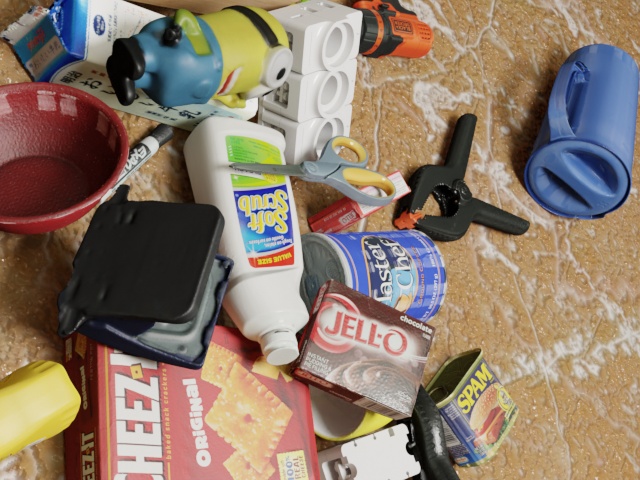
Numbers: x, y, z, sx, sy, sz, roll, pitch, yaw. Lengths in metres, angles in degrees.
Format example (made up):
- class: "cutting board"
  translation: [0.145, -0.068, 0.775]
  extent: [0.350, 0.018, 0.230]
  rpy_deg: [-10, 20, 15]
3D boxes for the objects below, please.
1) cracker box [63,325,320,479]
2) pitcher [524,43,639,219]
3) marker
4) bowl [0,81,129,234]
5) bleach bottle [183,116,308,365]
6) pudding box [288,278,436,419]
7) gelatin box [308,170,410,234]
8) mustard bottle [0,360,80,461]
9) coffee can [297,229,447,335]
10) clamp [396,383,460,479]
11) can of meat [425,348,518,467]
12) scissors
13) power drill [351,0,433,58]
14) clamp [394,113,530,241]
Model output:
- class: "cracker box"
  translation: [-0.106, 0.155, 0.908]
  extent: [0.213, 0.072, 0.164]
  rpy_deg: [10, 63, -37]
- class: "pitcher"
  translation: [0.353, -0.160, 1.410]
  extent: [0.145, 0.149, 0.242]
  rpy_deg: [24, 49, -1]
- class: "marker"
  translation: [-0.175, -0.074, 0.992]
  extent: [0.020, 0.020, 0.121]
  rpy_deg: [50, 47, -12]
- class: "bowl"
  translation: [-0.237, -0.058, 0.876]
  extent: [0.162, 0.055, 0.162]
  rpy_deg: [3, 50, -4]
- class: "bleach bottle"
  translation: [-0.056, 0.001, 0.978]
  extent: [0.102, 0.068, 0.251]
  rpy_deg: [12, 46, -36]
- class: "pudding box"
  translation: [0.038, 0.099, 0.954]
  extent: [0.113, 0.039, 0.090]
  rpy_deg: [26, 65, -13]
- class: "gelatin box"
  translation: [0.041, -0.036, 1.122]
  extent: [0.089, 0.073, 0.030]
  rpy_deg: [-29, 90, -45]
- class: "mustard bottle"
  translation: [-0.268, 0.152, 0.752]
  extent: [0.191, 0.096, 0.058]
  rpy_deg: [-29, 91, -44]
- class: "coffee can"
  translation: [0.042, 0.041, 1.067]
  extent: [0.140, 0.103, 0.103]
  rpy_deg: [-3, 72, -42]
- class: "clamp"
  translation: [0.105, 0.226, 1.057]
  extent: [0.039, 0.120, 0.171]
  rpy_deg: [2, 49, -20]
- class: "can of meat"
  translation: [0.157, 0.179, 1.136]
  extent: [0.084, 0.058, 0.101]
  rpy_deg: [55, 46, -10]
- class: "scissors"
  translation: [-0.011, -0.079, 1.038]
  extent: [0.201, 0.016, 0.096]
  rpy_deg: [14, 41, -33]
- class: "power drill"
  translation: [0.046, -0.307, 1.267]
  extent: [0.184, 0.057, 0.187]
  rpy_deg: [-1, 74, -45]
- class: "clamp"
  translation: [0.156, -0.064, 1.260]
  extent: [0.209, 0.036, 0.164]
  rpy_deg: [-17, 83, -44]
